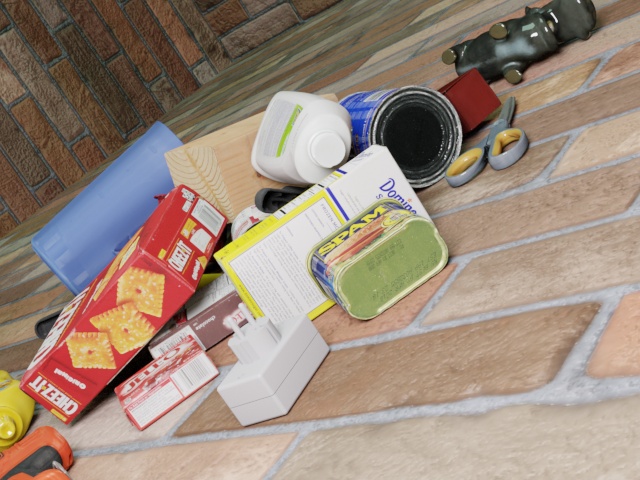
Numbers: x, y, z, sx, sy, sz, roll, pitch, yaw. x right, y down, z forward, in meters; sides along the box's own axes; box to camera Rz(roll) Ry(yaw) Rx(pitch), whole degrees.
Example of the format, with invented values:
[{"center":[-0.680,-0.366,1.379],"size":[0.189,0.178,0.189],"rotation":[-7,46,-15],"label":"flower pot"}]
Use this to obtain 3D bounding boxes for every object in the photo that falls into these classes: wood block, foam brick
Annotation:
[{"center":[-0.067,-0.097,1.250],"size":[0.090,0.091,0.205],"rotation":[-2,20,46],"label":"wood block"},{"center":[0.147,-0.144,1.159],"size":[0.053,0.051,0.078],"rotation":[-40,6,-23],"label":"foam brick"}]

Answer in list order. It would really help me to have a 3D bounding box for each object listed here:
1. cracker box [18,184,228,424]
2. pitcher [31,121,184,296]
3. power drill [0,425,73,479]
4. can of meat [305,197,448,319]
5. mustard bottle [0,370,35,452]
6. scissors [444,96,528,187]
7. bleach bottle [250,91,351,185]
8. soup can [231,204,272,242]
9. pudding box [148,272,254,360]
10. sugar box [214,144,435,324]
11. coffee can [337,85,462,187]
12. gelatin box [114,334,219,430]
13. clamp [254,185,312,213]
[{"center":[-0.196,0.059,1.071],"size":[0.214,0.072,0.164],"rotation":[-44,14,24],"label":"cracker box"},{"center":[-0.257,-0.032,1.426],"size":[0.242,0.145,0.149],"rotation":[-42,3,-10],"label":"pitcher"},{"center":[-0.271,0.228,0.864],"size":[0.184,0.057,0.188],"rotation":[-39,16,-20],"label":"power drill"},{"center":[0.046,0.015,0.880],"size":[0.102,0.057,0.084],"rotation":[-36,18,-6],"label":"can of meat"},{"center":[-0.359,0.192,1.165],"size":[0.096,0.058,0.192],"rotation":[-40,16,-21],"label":"mustard bottle"},{"center":[0.165,-0.101,1.077],"size":[0.096,0.016,0.201],"rotation":[-30,15,13],"label":"scissors"},{"center":[-0.015,-0.093,1.056],"size":[0.251,0.068,0.102],"rotation":[-132,59,-76],"label":"bleach bottle"},{"center":[-0.057,0.001,1.118],"size":[0.068,0.068,0.102],"rotation":[-34,14,-1],"label":"soup can"},{"center":[-0.116,0.077,1.060],"size":[0.113,0.039,0.090],"rotation":[-32,14,1],"label":"pudding box"},{"center":[0.005,0.002,0.936],"size":[0.176,0.093,0.048],"rotation":[-35,15,-8],"label":"sugar box"},{"center":[0.073,-0.109,1.127],"size":[0.102,0.103,0.140],"rotation":[-37,15,-12],"label":"coffee can"},{"center":[-0.141,0.127,0.966],"size":[0.089,0.030,0.073],"rotation":[-36,15,-9],"label":"gelatin box"},{"center":[0.003,-0.032,1.106],"size":[0.171,0.120,0.039],"rotation":[-38,-31,-79],"label":"clamp"}]
